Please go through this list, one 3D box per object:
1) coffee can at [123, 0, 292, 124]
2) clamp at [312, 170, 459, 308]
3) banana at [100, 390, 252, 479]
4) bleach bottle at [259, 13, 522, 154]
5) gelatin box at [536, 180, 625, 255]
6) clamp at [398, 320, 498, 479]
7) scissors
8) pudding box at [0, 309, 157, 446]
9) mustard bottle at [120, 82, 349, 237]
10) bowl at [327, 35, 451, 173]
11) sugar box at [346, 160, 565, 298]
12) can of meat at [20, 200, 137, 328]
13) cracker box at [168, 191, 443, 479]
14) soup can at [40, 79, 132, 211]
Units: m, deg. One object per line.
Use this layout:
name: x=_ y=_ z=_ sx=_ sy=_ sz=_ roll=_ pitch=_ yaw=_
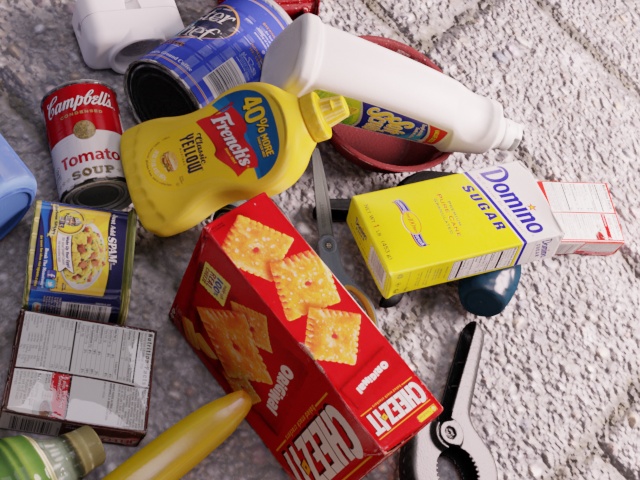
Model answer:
coffee can: x=-0.097 y=-0.155 z=0.991 sx=0.103 sy=0.103 sz=0.140 roll=43 pitch=56 yaw=6
clamp: x=0.078 y=-0.024 z=1.022 sx=0.171 sy=0.039 sz=0.120 roll=-39 pitch=85 yaw=-31
banana: x=-0.132 y=0.181 z=0.806 sx=0.197 sy=0.070 sz=0.037 roll=-36 pitch=96 yaw=-34
bleach bottle: x=0.077 y=-0.128 z=0.964 sx=0.250 sy=0.103 sz=0.068 roll=14 pitch=75 yaw=-23
gelatin box: x=0.261 y=-0.023 z=1.096 sx=0.089 sy=0.030 sz=0.073 roll=1 pitch=60 yaw=-21
clamp: x=0.108 y=0.164 z=0.924 sx=0.164 sy=0.036 sz=0.210 roll=-11 pitch=70 yaw=-34
scissors: x=-0.009 y=0.018 z=0.959 sx=0.096 sy=0.016 sz=0.202 roll=-17 pitch=79 yaw=-22
pudding box: x=-0.190 y=0.108 z=0.844 sx=0.113 sy=0.039 sz=0.090 roll=12 pitch=58 yaw=-16
mustard bottle: x=-0.067 y=-0.077 z=0.886 sx=0.192 sy=0.058 sz=0.096 roll=-20 pitch=73 yaw=12
bowl: x=0.058 y=-0.124 z=1.060 sx=0.162 sy=0.055 sz=0.162 roll=9 pitch=59 yaw=-16
sugar box: x=0.123 y=-0.013 z=0.972 sx=0.176 sy=0.048 sz=0.093 roll=-15 pitch=58 yaw=-15
can of meat: x=-0.199 y=0.019 z=0.881 sx=0.083 sy=0.058 sz=0.102 roll=7 pitch=59 yaw=-14
cracker box: x=-0.024 y=0.093 z=0.840 sx=0.072 sy=0.164 sz=0.214 roll=-31 pitch=76 yaw=-31
soup can: x=-0.202 y=-0.079 z=0.929 sx=0.068 sy=0.069 sz=0.102 roll=-6 pitch=65 yaw=-24
